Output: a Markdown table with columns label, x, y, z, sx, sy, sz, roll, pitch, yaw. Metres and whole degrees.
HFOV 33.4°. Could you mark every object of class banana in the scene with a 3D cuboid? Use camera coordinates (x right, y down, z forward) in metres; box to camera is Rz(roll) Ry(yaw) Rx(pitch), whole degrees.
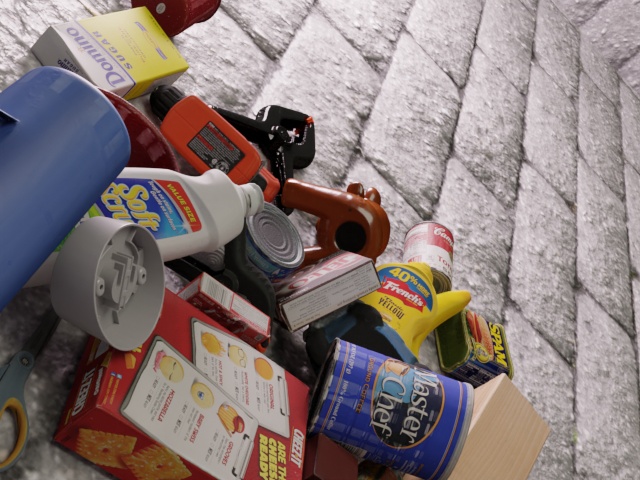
| label | x | y | z | sx | sy | sz | roll | pitch | yaw |
| --- | --- | --- | --- | --- | --- | --- | --- | --- | --- |
| banana | 0.128 | 0.114 | 1.314 | 0.070 | 0.037 | 0.197 | 21 | 37 | 12 |

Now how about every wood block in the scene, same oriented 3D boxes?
| label | x | y | z | sx | sy | sz | roll | pitch | yaw |
| --- | --- | --- | --- | --- | --- | --- | --- | --- | --- |
| wood block | 0.168 | 0.248 | 1.181 | 0.091 | 0.090 | 0.205 | 51 | 37 | -2 |

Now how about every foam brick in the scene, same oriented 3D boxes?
| label | x | y | z | sx | sy | sz | roll | pitch | yaw |
| --- | --- | --- | --- | --- | --- | --- | --- | --- | --- |
| foam brick | -0.010 | 0.225 | 0.994 | 0.053 | 0.078 | 0.051 | 39 | 34 | -22 |

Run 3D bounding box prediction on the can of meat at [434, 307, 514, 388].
| label | x | y | z | sx | sy | sz | roll | pitch | yaw |
| --- | --- | --- | --- | --- | --- | --- | --- | --- | --- |
| can of meat | 0.198 | 0.140 | 1.392 | 0.083 | 0.058 | 0.102 | 29 | 37 | -30 |

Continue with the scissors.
| label | x | y | z | sx | sy | sz | roll | pitch | yaw |
| --- | --- | --- | --- | --- | --- | --- | --- | --- | --- |
| scissors | -0.257 | 0.096 | 0.854 | 0.096 | 0.016 | 0.201 | 35 | 34 | -28 |

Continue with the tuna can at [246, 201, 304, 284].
| label | x | y | z | sx | sy | sz | roll | pitch | yaw |
| --- | --- | --- | --- | --- | --- | --- | --- | --- | --- |
| tuna can | -0.057 | 0.001 | 1.109 | 0.086 | 0.034 | 0.086 | 34 | 35 | -28 |

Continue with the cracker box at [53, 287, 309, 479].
| label | x | y | z | sx | sy | sz | roll | pitch | yaw |
| --- | --- | --- | --- | --- | --- | --- | --- | --- | --- |
| cracker box | -0.113 | 0.151 | 0.939 | 0.213 | 0.072 | 0.164 | 38 | 33 | -24 |

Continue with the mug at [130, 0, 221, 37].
| label | x | y | z | sx | sy | sz | roll | pitch | yaw |
| --- | --- | --- | --- | --- | --- | --- | --- | --- | --- |
| mug | -0.190 | -0.303 | 1.311 | 0.117 | 0.093 | 0.081 | 22 | 35 | 10 |

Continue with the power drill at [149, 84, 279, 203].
| label | x | y | z | sx | sy | sz | roll | pitch | yaw |
| --- | --- | --- | --- | --- | --- | --- | --- | --- | --- |
| power drill | -0.121 | -0.108 | 1.145 | 0.184 | 0.057 | 0.187 | 42 | 2 | -1 |

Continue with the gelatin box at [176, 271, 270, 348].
| label | x | y | z | sx | sy | sz | roll | pitch | yaw |
| --- | --- | --- | --- | --- | --- | --- | --- | --- | --- |
| gelatin box | -0.104 | 0.080 | 1.024 | 0.089 | 0.073 | 0.030 | 38 | 34 | -25 |

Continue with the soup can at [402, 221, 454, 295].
| label | x | y | z | sx | sy | sz | roll | pitch | yaw |
| --- | --- | --- | --- | --- | --- | --- | --- | --- | --- |
| soup can | 0.143 | 0.031 | 1.420 | 0.068 | 0.069 | 0.102 | 40 | 33 | -20 |

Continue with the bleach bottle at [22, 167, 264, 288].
| label | x | y | z | sx | sy | sz | roll | pitch | yaw |
| --- | --- | --- | --- | --- | --- | --- | --- | --- | --- |
| bleach bottle | -0.169 | -0.026 | 0.956 | 0.250 | 0.068 | 0.102 | -12 | 76 | -30 |

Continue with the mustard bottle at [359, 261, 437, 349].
| label | x | y | z | sx | sy | sz | roll | pitch | yaw |
| --- | --- | --- | --- | --- | --- | --- | --- | --- | --- |
| mustard bottle | 0.087 | 0.078 | 1.267 | 0.096 | 0.058 | 0.191 | 36 | 40 | 7 |

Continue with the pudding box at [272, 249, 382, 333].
| label | x | y | z | sx | sy | sz | roll | pitch | yaw |
| --- | --- | --- | --- | --- | --- | --- | --- | --- | --- |
| pudding box | -0.003 | 0.051 | 1.127 | 0.039 | 0.113 | 0.090 | 66 | -15 | -13 |

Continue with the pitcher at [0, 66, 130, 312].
| label | x | y | z | sx | sy | sz | roll | pitch | yaw |
| --- | --- | --- | --- | --- | --- | --- | --- | --- | --- |
| pitcher | -0.251 | -0.029 | 0.785 | 0.145 | 0.149 | 0.242 | 49 | 52 | -17 |

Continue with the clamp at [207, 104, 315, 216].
| label | x | y | z | sx | sy | sz | roll | pitch | yaw |
| --- | --- | --- | --- | --- | --- | --- | --- | --- | --- |
| clamp | -0.052 | -0.113 | 1.336 | 0.164 | 0.036 | 0.209 | 54 | 30 | 5 |

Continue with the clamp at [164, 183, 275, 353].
| label | x | y | z | sx | sy | sz | roll | pitch | yaw |
| --- | --- | --- | --- | --- | --- | --- | --- | --- | --- |
| clamp | -0.089 | 0.030 | 1.061 | 0.171 | 0.120 | 0.039 | 52 | 21 | -8 |

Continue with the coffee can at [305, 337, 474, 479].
| label | x | y | z | sx | sy | sz | roll | pitch | yaw |
| --- | --- | --- | --- | --- | --- | --- | --- | --- | --- |
| coffee can | 0.064 | 0.165 | 1.030 | 0.140 | 0.103 | 0.102 | 20 | 36 | -3 |

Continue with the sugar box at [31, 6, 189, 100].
| label | x | y | z | sx | sy | sz | roll | pitch | yaw |
| --- | --- | --- | --- | --- | --- | --- | --- | --- | --- |
| sugar box | -0.228 | -0.203 | 1.182 | 0.093 | 0.048 | 0.176 | 53 | 29 | 0 |
